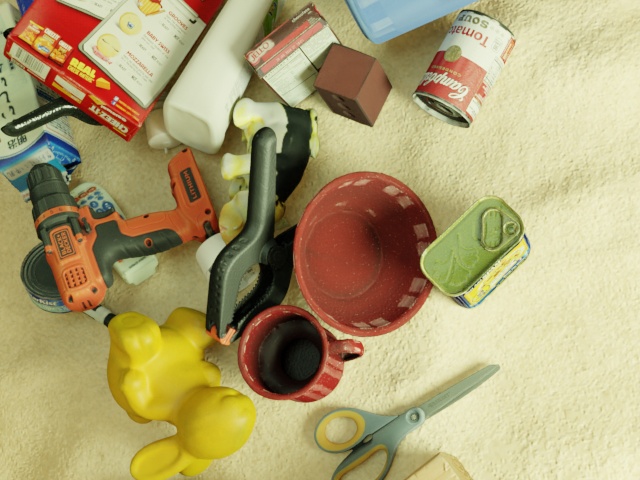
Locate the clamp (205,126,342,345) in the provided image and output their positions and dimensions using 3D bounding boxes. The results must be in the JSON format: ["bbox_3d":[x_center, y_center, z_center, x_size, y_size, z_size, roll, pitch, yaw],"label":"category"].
[{"bbox_3d":[-0.057,0.001,1.052,0.036,0.164,0.210,24,77,46],"label":"clamp"}]

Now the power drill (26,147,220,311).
[{"bbox_3d":[-0.214,-0.031,1.151,0.187,0.057,0.184,-22,65,-5],"label":"power drill"}]

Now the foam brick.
[{"bbox_3d":[0.035,-0.162,1.119,0.053,0.078,0.051,24,83,23],"label":"foam brick"}]

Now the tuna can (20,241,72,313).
[{"bbox_3d":[-0.285,0.038,1.180,0.086,0.034,0.086,-2,53,3],"label":"tuna can"}]

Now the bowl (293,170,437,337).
[{"bbox_3d":[0.035,0.014,1.057,0.055,0.162,0.162,-3,68,64],"label":"bowl"}]

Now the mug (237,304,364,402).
[{"bbox_3d":[-0.013,0.114,1.058,0.117,0.081,0.093,-13,72,15],"label":"mug"}]

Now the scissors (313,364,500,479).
[{"bbox_3d":[0.074,0.166,1.050,0.202,0.016,0.096,-47,66,2],"label":"scissors"}]

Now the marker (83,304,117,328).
[{"bbox_3d":[-0.260,0.072,1.187,0.121,0.020,0.020,28,86,23],"label":"marker"}]

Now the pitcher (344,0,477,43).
[{"bbox_3d":[0.136,-0.291,1.056,0.243,0.149,0.145,-25,74,12],"label":"pitcher"}]

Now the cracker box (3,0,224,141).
[{"bbox_3d":[-0.217,-0.242,1.165,0.164,0.072,0.213,34,68,-13],"label":"cracker box"}]

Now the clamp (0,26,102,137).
[{"bbox_3d":[-0.278,-0.161,1.192,0.171,0.039,0.120,12,85,-24],"label":"clamp"}]

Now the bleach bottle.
[{"bbox_3d":[-0.088,-0.224,1.172,0.068,0.103,0.250,25,71,3],"label":"bleach bottle"}]

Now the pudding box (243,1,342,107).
[{"bbox_3d":[-0.022,-0.193,1.127,0.090,0.113,0.039,-36,71,6],"label":"pudding box"}]

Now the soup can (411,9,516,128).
[{"bbox_3d":[0.147,-0.175,1.090,0.069,0.068,0.102,28,85,23],"label":"soup can"}]

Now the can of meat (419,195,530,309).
[{"bbox_3d":[0.153,0.014,1.027,0.102,0.084,0.057,-44,67,3],"label":"can of meat"}]
